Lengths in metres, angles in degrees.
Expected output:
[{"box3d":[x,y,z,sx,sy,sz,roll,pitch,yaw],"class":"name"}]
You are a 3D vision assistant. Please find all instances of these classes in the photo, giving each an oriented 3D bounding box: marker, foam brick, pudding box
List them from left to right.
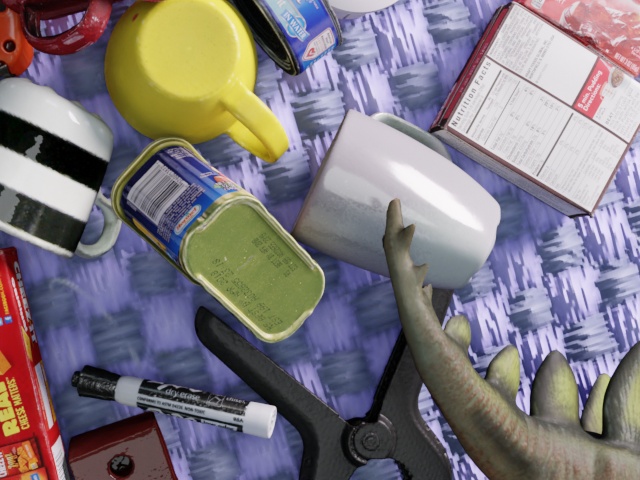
[{"box3d":[-0.108,0.145,0.615,0.053,0.051,0.078,-20,95,-9],"class":"foam brick"},{"box3d":[-0.086,0.092,0.616,0.121,0.020,0.020,11,90,8],"class":"marker"},{"box3d":[0.136,-0.078,0.655,0.113,0.039,0.090,30,88,-7],"class":"pudding box"}]

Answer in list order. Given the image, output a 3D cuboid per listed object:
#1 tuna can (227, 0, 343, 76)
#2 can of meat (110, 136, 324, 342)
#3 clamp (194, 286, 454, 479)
[{"box3d":[-0.026,-0.135,0.601,0.033,0.086,0.086,-38,98,-5],"class":"tuna can"},{"box3d":[-0.054,0.001,0.581,0.057,0.084,0.102,-47,131,-5],"class":"can of meat"},{"box3d":[0.015,0.115,0.642,0.164,0.036,0.210,-7,90,-9],"class":"clamp"}]
